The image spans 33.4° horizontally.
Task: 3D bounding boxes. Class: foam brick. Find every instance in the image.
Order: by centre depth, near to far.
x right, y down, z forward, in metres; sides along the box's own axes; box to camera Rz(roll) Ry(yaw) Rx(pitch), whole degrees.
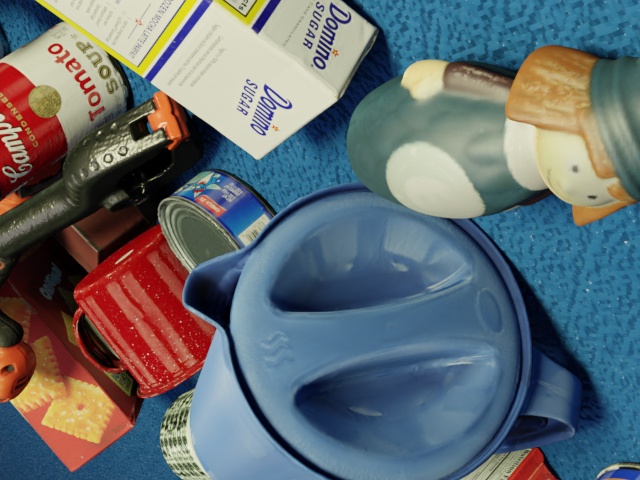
[{"bbox_3d":[-0.160,-0.022,0.740,0.078,0.051,0.053,44,155,10],"label":"foam brick"}]

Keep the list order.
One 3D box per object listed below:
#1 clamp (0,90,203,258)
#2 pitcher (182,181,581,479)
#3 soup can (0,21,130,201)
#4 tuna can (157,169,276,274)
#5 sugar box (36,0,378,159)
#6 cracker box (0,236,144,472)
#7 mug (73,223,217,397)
[{"bbox_3d":[-0.111,-0.037,0.620,0.172,0.120,0.039,-28,86,44],"label":"clamp"},{"bbox_3d":[0.010,0.077,0.545,0.149,0.144,0.243,58,159,9],"label":"pitcher"},{"bbox_3d":[-0.171,-0.075,0.624,0.069,0.102,0.068,36,150,24],"label":"soup can"},{"bbox_3d":[-0.054,0.001,0.627,0.086,0.033,0.086,37,152,23],"label":"tuna can"},{"bbox_3d":[-0.071,-0.110,0.440,0.176,0.048,0.093,33,158,-15],"label":"sugar box"},{"bbox_3d":[-0.227,0.060,0.862,0.213,0.072,0.164,53,-175,-9],"label":"cracker box"},{"bbox_3d":[-0.114,0.046,0.697,0.117,0.093,0.081,-29,104,28],"label":"mug"}]
